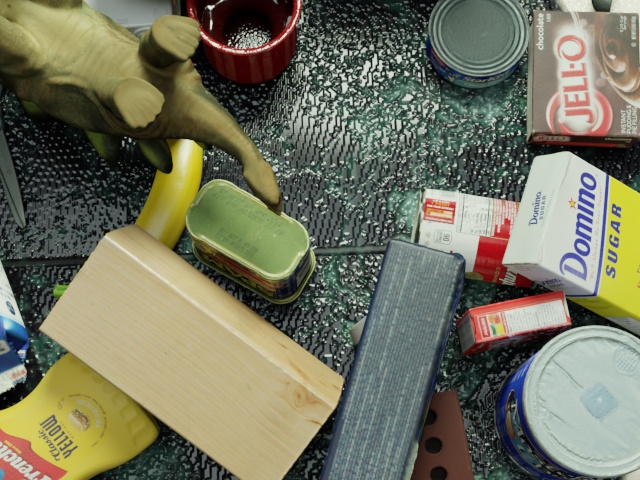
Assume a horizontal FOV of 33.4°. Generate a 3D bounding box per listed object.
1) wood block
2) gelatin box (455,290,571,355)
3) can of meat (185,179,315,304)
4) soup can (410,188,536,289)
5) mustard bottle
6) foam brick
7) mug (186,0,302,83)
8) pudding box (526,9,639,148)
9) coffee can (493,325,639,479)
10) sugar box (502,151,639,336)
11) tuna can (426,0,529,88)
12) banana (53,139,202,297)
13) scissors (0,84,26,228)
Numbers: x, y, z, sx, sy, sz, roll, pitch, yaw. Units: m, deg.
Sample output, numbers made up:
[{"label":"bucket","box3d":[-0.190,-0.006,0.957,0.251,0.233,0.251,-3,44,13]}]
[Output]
[{"label":"wood block","box3d":[-0.092,0.086,0.804,0.206,0.090,0.091,36,97,1]},{"label":"gelatin box","box3d":[0.148,0.066,0.829,0.073,0.089,0.030,-11,78,-2]},{"label":"can of meat","box3d":[-0.055,0.001,0.850,0.102,0.084,0.057,29,78,7]},{"label":"soup can","box3d":[0.126,-0.002,0.857,0.102,0.068,0.068,9,76,3]},{"label":"mustard bottle","box3d":[-0.227,0.170,0.823,0.191,0.058,0.096,-37,90,-7]},{"label":"foam brick","box3d":[0.085,0.160,0.826,0.053,0.051,0.078,-10,76,-2]},{"label":"mug","box3d":[-0.069,-0.191,0.898,0.093,0.081,0.117,-40,79,-9]},{"label":"pudding box","box3d":[0.222,-0.136,0.903,0.090,0.039,0.113,2,76,1]},{"label":"coffee can","box3d":[0.189,0.125,0.787,0.103,0.140,0.103,0,76,0]},{"label":"sugar box","box3d":[0.229,0.010,0.824,0.176,0.048,0.093,26,76,-27]},{"label":"tuna can","box3d":[0.134,-0.175,0.917,0.086,0.034,0.086,0,76,0]},{"label":"banana","box3d":[-0.142,-0.024,0.881,0.069,0.037,0.197,31,78,7]},{"label":"scissors","box3d":[-0.301,-0.104,0.914,0.096,0.016,0.202,-5,76,1]}]
